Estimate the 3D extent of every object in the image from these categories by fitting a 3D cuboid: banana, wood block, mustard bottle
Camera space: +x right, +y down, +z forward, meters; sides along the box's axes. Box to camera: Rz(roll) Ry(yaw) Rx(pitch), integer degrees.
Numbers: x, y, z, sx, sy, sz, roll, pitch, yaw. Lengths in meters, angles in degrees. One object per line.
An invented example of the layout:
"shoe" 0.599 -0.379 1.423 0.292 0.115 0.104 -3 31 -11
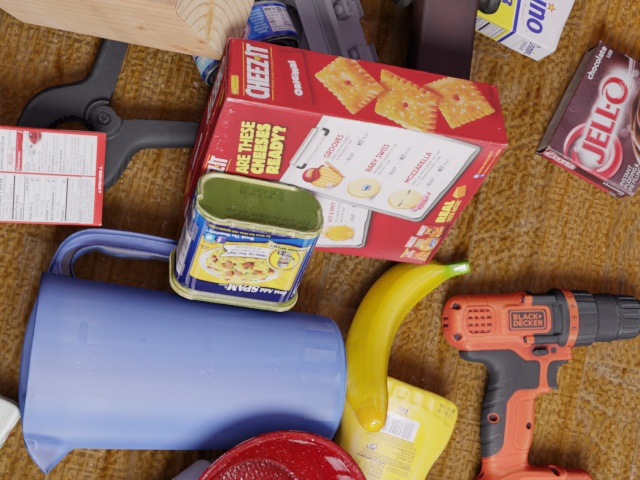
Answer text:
"banana" 0.056 0.073 0.872 0.197 0.070 0.037 -56 135 -38
"wood block" -0.158 -0.207 0.804 0.206 0.090 0.091 15 82 26
"mustard bottle" 0.039 0.209 0.881 0.096 0.058 0.191 21 83 -5

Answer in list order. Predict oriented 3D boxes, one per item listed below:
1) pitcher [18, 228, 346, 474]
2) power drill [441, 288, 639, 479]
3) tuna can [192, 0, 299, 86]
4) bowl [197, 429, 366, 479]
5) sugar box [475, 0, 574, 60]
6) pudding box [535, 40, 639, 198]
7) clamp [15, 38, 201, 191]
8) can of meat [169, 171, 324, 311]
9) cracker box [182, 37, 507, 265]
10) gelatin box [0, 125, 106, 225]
"pitcher" -0.107 0.091 0.831 0.242 0.145 0.149 6 118 -14
"power drill" 0.197 0.135 0.919 0.184 0.057 0.187 -1 84 -7
"tuna can" -0.061 -0.157 0.854 0.086 0.086 0.034 -22 83 -12
"bowl" -0.042 0.213 0.794 0.161 0.055 0.162 -3 98 -25
"sugar box" 0.138 -0.238 0.936 0.176 0.048 0.093 22 83 -8
"pudding box" 0.258 -0.107 0.953 0.090 0.039 0.113 28 82 -8
"clamp" -0.167 -0.093 0.873 0.210 0.036 0.164 -44 96 -13
"can of meat" -0.055 0.001 0.801 0.102 0.084 0.057 9 43 -16
"cracker box" 0.013 -0.064 0.832 0.213 0.164 0.072 8 53 -15
"gelatin box" -0.212 -0.049 0.819 0.089 0.030 0.073 1 94 -29
